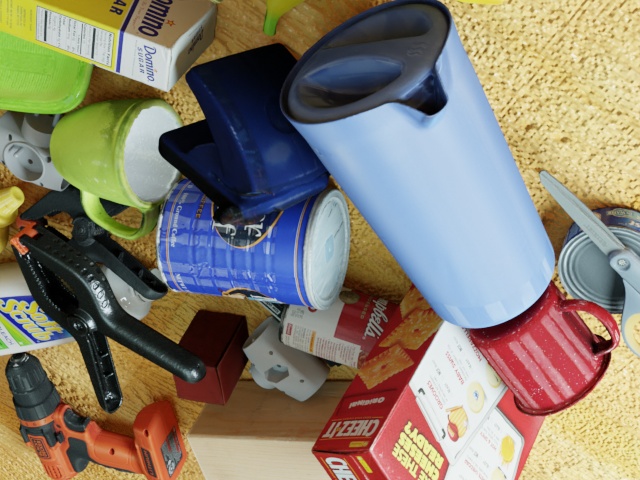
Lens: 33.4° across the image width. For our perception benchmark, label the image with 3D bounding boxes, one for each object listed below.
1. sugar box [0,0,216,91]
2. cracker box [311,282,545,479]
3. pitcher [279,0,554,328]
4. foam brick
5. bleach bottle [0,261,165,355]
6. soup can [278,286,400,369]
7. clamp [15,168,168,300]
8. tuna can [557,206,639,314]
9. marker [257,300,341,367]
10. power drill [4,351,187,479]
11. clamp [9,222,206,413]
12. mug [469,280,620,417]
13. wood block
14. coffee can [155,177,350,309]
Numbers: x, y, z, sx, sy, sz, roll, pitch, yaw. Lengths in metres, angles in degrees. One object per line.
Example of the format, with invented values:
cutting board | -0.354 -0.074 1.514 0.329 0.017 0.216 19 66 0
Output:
sugar box | -0.179 -0.182 0.841 0.176 0.093 0.048 18 130 8
cracker box | 0.100 0.153 0.893 0.072 0.213 0.164 -11 121 42
pitcher | 0.079 -0.052 0.803 0.145 0.149 0.242 -14 129 27
foam brick | -0.106 0.114 1.040 0.051 0.078 0.053 6 127 16
bleach bottle | -0.269 0.057 1.078 0.251 0.068 0.102 -12 120 27
soup can | 0.021 0.076 0.966 0.102 0.068 0.068 18 129 11
clamp | -0.209 -0.002 1.003 0.172 0.039 0.120 -4 88 29
tuna can | 0.235 0.016 0.853 0.086 0.033 0.086 11 128 15
marker | -0.023 0.079 1.017 0.121 0.020 0.020 43 129 -12
power drill | -0.250 0.204 1.182 0.188 0.057 0.184 6 130 22
clamp | -0.218 0.077 1.008 0.210 0.036 0.165 48 136 -7
mug | 0.184 0.079 0.861 0.117 0.093 0.081 -22 116 42
wood block | -0.013 0.200 1.057 0.206 0.090 0.091 -3 123 25
coffee can | -0.056 0.001 0.919 0.140 0.102 0.103 6 126 19
